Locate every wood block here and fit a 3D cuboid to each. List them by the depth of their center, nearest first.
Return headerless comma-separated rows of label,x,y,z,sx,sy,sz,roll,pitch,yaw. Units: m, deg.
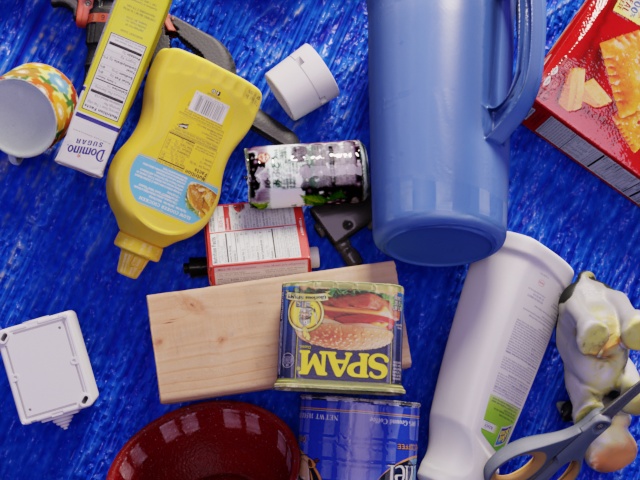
wood block,-0.036,0.080,0.906,0.206,0.091,0.090,-8,82,-5

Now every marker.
marker,-0.062,0.020,0.950,0.121,0.020,0.020,-5,81,-4

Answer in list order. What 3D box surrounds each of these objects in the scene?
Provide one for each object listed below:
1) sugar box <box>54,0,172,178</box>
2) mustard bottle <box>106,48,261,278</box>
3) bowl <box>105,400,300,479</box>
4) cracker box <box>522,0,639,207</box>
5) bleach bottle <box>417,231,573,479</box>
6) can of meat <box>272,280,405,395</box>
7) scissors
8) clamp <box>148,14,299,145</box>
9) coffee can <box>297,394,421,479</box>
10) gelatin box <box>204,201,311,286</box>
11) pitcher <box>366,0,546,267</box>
sugar box,-0.169,-0.140,0.890,0.048,0.093,0.176,19,92,-12
mustard bottle,-0.127,-0.058,0.905,0.096,0.058,0.191,24,87,-31
bowl,-0.092,0.206,0.876,0.162,0.162,0.055,-15,125,-6
cracker box,0.307,-0.126,0.968,0.213,0.072,0.164,36,81,2
bleach bottle,0.136,0.123,0.908,0.068,0.102,0.251,13,78,44
can of meat,0.016,0.077,0.835,0.102,0.057,0.084,3,79,-4
scissors,0.204,0.148,0.859,0.096,0.016,0.202,12,125,-26
clamp,-0.094,-0.127,0.962,0.120,0.039,0.171,-17,89,-12
coffee can,0.028,0.202,0.884,0.103,0.103,0.140,5,81,-3
gelatin box,-0.056,0.001,0.932,0.089,0.030,0.073,-6,49,-5
pitcher,0.107,-0.109,0.890,0.145,0.149,0.243,2,69,2
